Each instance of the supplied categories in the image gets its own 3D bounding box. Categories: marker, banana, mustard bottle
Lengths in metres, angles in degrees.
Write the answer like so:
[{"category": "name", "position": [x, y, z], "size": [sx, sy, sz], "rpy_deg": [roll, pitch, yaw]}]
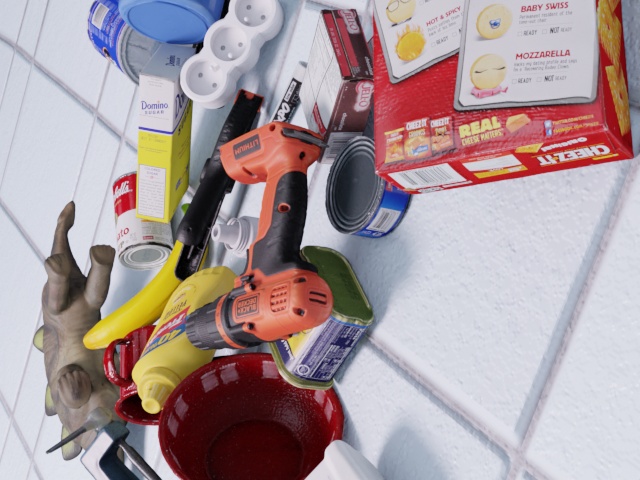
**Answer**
[{"category": "marker", "position": [-0.040, -0.126, 1.082], "size": [0.121, 0.020, 0.020], "rpy_deg": [-61, 37, 27]}, {"category": "banana", "position": [-0.182, 0.051, 1.185], "size": [0.070, 0.037, 0.197], "rpy_deg": [27, 76, 45]}, {"category": "mustard bottle", "position": [-0.136, 0.104, 1.044], "size": [0.096, 0.058, 0.191], "rpy_deg": [-33, 19, 25]}]

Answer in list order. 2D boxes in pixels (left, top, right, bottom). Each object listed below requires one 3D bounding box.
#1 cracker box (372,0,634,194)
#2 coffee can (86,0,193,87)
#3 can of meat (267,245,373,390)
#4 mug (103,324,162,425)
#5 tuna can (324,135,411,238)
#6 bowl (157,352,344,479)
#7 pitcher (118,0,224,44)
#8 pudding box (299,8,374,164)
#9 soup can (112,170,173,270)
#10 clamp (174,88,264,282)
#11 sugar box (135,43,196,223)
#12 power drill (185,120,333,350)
[{"category": "cracker box", "position": [0.123, -0.149, 0.745], "size": [0.164, 0.072, 0.213], "rpy_deg": [-10, 71, 29]}, {"category": "coffee can", "position": [-0.220, -0.252, 1.319], "size": [0.140, 0.102, 0.103], "rpy_deg": [40, 115, 54]}, {"category": "can of meat", "position": [-0.005, 0.066, 0.941], "size": [0.084, 0.057, 0.102], "rpy_deg": [-57, 38, 28]}, {"category": "mug", "position": [-0.183, 0.140, 1.145], "size": [0.093, 0.117, 0.081], "rpy_deg": [-33, 48, 34]}, {"category": "tuna can", "position": [0.041, -0.045, 0.921], "size": [0.086, 0.033, 0.086], "rpy_deg": [-22, 63, 53]}, {"category": "bowl", "position": [-0.059, 0.175, 0.938], "size": [0.162, 0.162, 0.055], "rpy_deg": [-118, 19, -44]}, {"category": "pitcher", "position": [-0.136, -0.343, 1.168], "size": [0.149, 0.144, 0.243], "rpy_deg": [-23, 54, 59]}, {"category": "pudding box", "position": [0.015, -0.136, 0.953], "size": [0.114, 0.039, 0.090], "rpy_deg": [111, 152, -51]}, {"category": "soup can", "position": [-0.211, -0.023, 1.273], "size": [0.069, 0.068, 0.102], "rpy_deg": [-41, 50, 45]}, {"category": "clamp", "position": [-0.106, -0.064, 1.097], "size": [0.165, 0.036, 0.210], "rpy_deg": [128, 163, -79]}, {"category": "sugar box", "position": [-0.170, -0.118, 1.179], "size": [0.093, 0.048, 0.176], "rpy_deg": [-74, -4, -57]}, {"category": "power drill", "position": [-0.056, 0.001, 0.940], "size": [0.185, 0.057, 0.187], "rpy_deg": [-17, 66, 47]}]
